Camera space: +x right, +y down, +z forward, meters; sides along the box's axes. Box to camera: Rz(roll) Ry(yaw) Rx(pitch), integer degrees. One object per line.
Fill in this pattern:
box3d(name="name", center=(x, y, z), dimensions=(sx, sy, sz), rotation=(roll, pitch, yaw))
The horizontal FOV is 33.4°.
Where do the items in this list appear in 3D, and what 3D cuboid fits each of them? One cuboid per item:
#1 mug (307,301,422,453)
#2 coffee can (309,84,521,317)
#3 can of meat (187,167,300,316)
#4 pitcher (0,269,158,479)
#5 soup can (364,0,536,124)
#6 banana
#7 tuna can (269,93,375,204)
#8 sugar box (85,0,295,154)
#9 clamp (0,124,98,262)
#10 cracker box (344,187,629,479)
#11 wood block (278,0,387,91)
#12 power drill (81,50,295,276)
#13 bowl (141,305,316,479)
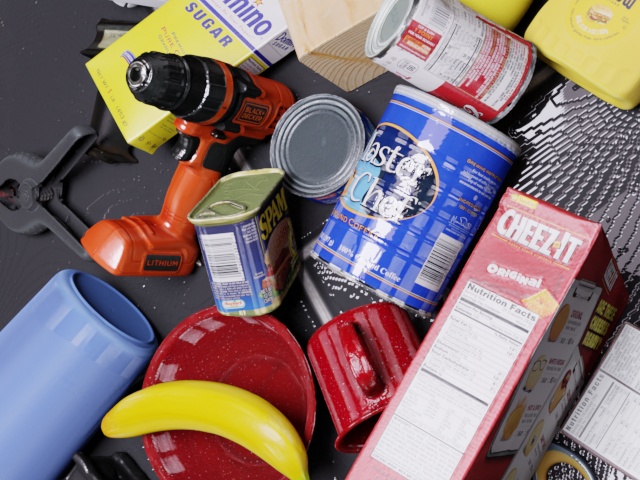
box3d(name="mug", center=(0.036, 0.094, 0.770), dimensions=(0.093, 0.117, 0.081), rotation=(-27, 63, 8))
box3d(name="coffee can", center=(0.069, -0.029, 0.782), dimensions=(0.103, 0.102, 0.140), rotation=(30, 95, 29))
box3d(name="can of meat", center=(-0.055, 0.001, 0.830), dimensions=(0.057, 0.102, 0.084), rotation=(-5, 112, 17))
box3d(name="pitcher", center=(-0.256, 0.140, 0.917), dimensions=(0.149, 0.145, 0.243), rotation=(44, 98, 16))
box3d(name="soup can", center=(0.091, -0.134, 0.751), dimensions=(0.069, 0.102, 0.068), rotation=(-52, 23, 32))
box3d(name="banana", center=(-0.085, 0.140, 0.803), dimensions=(0.198, 0.037, 0.069), rotation=(13, 85, 30))
box3d(name="tuna can", center=(0.004, -0.073, 0.865), dimensions=(0.086, 0.033, 0.086), rotation=(-6, 77, 27))
box3d(name="sugar box", center=(-0.106, -0.162, 0.908), dimensions=(0.176, 0.048, 0.093), rotation=(-36, 70, 13))
box3d(name="clamp", center=(-0.252, -0.034, 0.981), dimensions=(0.172, 0.039, 0.120), rotation=(-9, 86, 44))
box3d(name="cracker box", center=(0.111, 0.093, 0.682), dimensions=(0.072, 0.164, 0.213), rotation=(27, 83, 27))
box3d(name="wood block", center=(0.008, -0.239, 0.865), dimensions=(0.090, 0.090, 0.206), rotation=(-27, 69, 22))
box3d(name="power drill", center=(-0.116, -0.059, 0.853), dimensions=(0.057, 0.184, 0.188), rotation=(42, 110, 28))
box3d(name="bowl", center=(-0.063, 0.133, 0.847), dimensions=(0.162, 0.055, 0.162), rotation=(-6, 77, 27))
